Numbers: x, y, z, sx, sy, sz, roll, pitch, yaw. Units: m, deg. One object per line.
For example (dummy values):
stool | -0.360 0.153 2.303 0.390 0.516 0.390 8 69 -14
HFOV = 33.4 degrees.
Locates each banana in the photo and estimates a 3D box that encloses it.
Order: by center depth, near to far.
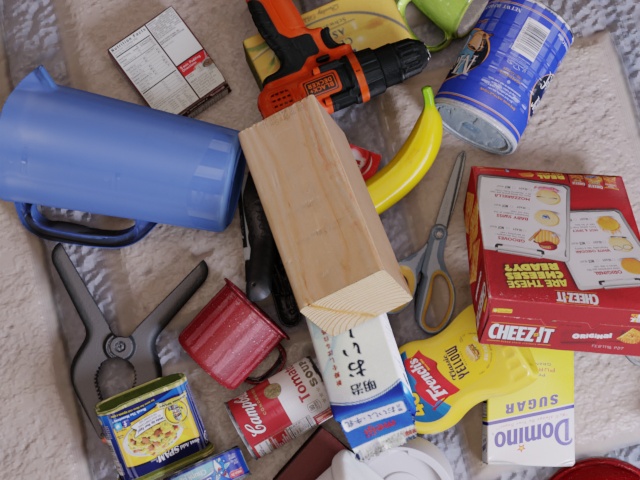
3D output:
banana | 0.065 -0.070 1.120 0.069 0.037 0.198 42 92 -13

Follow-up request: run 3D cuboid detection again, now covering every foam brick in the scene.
foam brick | -0.005 0.235 1.100 0.051 0.053 0.078 42 82 5

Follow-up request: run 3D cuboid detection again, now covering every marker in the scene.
marker | -0.077 -0.010 1.154 0.020 0.020 0.121 -6 81 -2

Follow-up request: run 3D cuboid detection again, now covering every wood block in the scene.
wood block | 0.002 -0.025 1.038 0.090 0.090 0.206 -26 61 11

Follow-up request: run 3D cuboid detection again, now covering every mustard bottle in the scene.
mustard bottle | 0.119 0.143 1.094 0.192 0.058 0.096 -33 68 18

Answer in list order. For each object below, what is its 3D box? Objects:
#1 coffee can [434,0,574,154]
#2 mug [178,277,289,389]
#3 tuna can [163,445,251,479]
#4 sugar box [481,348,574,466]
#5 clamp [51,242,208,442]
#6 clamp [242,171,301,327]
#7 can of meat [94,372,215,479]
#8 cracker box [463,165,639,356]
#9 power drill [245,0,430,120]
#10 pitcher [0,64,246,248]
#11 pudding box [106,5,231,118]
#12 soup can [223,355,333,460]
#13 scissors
coffee can | 0.193 -0.177 1.141 0.103 0.103 0.140 29 82 3
mug | -0.085 0.106 1.109 0.081 0.093 0.117 -47 121 -2
tuna can | -0.115 0.240 1.082 0.086 0.086 0.034 -24 81 -4
sugar box | 0.217 0.147 1.120 0.093 0.048 0.176 0 80 1
clamp | -0.201 0.107 1.125 0.164 0.036 0.210 0 85 -7
clamp | -0.057 0.001 1.107 0.039 0.120 0.171 -13 77 7
can of meat | -0.170 0.191 1.085 0.102 0.058 0.084 -21 99 -18
cracker box | 0.234 0.016 1.071 0.164 0.072 0.213 4 40 -1
power drill | 0.000 -0.223 1.099 0.184 0.057 0.188 -22 82 -4
pitcher | -0.206 -0.074 1.109 0.243 0.149 0.145 12 69 2
pudding box | -0.166 -0.187 1.171 0.090 0.039 0.113 -36 81 -5
soup can | -0.039 0.172 1.102 0.102 0.068 0.068 -29 83 -5
scissors | 0.108 0.000 1.155 0.096 0.016 0.202 2 82 1
